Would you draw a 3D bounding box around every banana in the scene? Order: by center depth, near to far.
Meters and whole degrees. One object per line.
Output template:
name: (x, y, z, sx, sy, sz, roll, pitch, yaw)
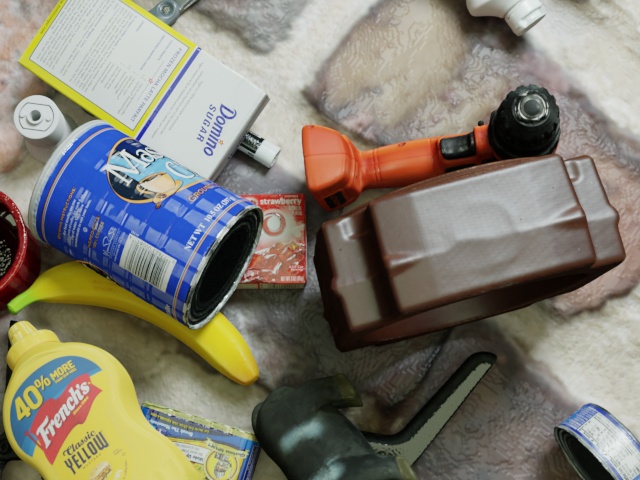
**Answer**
banana: (-0.137, 0.056, 0.830, 0.197, 0.037, 0.069, 17, 67, -4)

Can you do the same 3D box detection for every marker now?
marker: (-0.088, -0.098, 0.870, 0.121, 0.020, 0.020, 31, 81, 4)

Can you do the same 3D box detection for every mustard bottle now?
mustard bottle: (-0.174, 0.132, 0.770, 0.096, 0.058, 0.192, -40, 63, -1)

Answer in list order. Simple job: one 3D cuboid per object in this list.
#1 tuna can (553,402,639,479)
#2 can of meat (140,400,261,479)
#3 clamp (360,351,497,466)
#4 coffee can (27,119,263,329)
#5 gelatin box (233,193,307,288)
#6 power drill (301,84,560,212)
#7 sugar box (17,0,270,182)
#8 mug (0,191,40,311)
tuna can: (0.217, 0.165, 0.803, 0.033, 0.086, 0.086, -36, 83, -9)
can of meat: (-0.100, 0.175, 0.805, 0.102, 0.057, 0.084, 17, 79, 1)
clamp: (0.065, 0.195, 0.816, 0.210, 0.036, 0.164, -20, 81, -3)
coffee can: (-0.128, -0.012, 0.788, 0.140, 0.103, 0.103, 29, 80, 12)
gelatin box: (-0.056, 0.001, 0.849, 0.089, 0.030, 0.073, -1, 80, -2)
power drill: (0.083, -0.066, 0.798, 0.188, 0.184, 0.057, -6, 80, 7)
sugar box: (-0.137, -0.126, 0.841, 0.176, 0.048, 0.093, 35, 92, -1)
mug: (-0.262, 0.022, 0.810, 0.093, 0.081, 0.117, 5, 77, -1)
